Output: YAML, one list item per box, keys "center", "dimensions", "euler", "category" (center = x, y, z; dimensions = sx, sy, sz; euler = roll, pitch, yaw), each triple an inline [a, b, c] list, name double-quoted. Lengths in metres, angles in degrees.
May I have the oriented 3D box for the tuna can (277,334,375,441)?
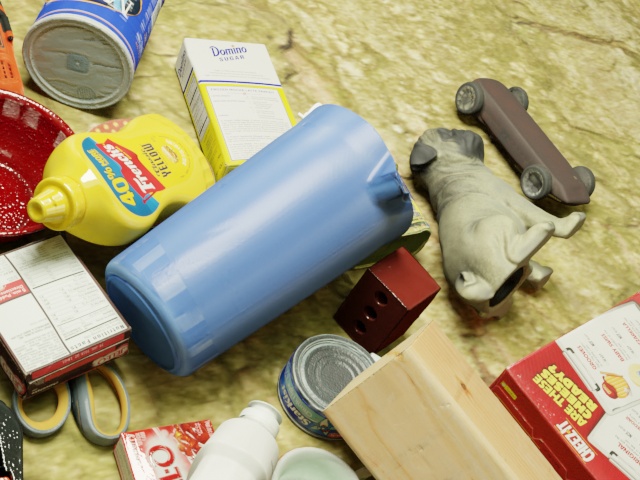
- center: [0.009, 0.121, 0.891]
  dimensions: [0.086, 0.034, 0.086]
  euler: [14, 47, -16]
  category: "tuna can"

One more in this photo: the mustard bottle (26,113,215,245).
- center: [-0.166, -0.045, 0.859]
  dimensions: [0.096, 0.058, 0.191]
  euler: [55, 30, 3]
  category: "mustard bottle"

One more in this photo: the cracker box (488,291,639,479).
- center: [0.270, 0.157, 0.970]
  dimensions: [0.213, 0.072, 0.164]
  euler: [-22, 64, -38]
  category: "cracker box"

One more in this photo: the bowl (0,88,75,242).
- center: [-0.276, -0.052, 0.879]
  dimensions: [0.162, 0.055, 0.162]
  euler: [14, 47, -16]
  category: "bowl"

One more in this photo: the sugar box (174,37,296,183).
- center: [-0.078, -0.123, 1.053]
  dimensions: [0.093, 0.048, 0.176]
  euler: [0, 49, -27]
  category: "sugar box"

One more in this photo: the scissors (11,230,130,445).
- center: [-0.211, 0.074, 0.831]
  dimensions: [0.096, 0.016, 0.202]
  euler: [-11, 58, -34]
  category: "scissors"

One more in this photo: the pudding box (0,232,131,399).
- center: [-0.211, 0.055, 0.811]
  dimensions: [0.089, 0.039, 0.113]
  euler: [-22, 60, -34]
  category: "pudding box"

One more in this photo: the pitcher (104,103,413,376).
- center: [-0.056, 0.001, 0.880]
  dimensions: [0.242, 0.149, 0.145]
  euler: [-35, 67, -26]
  category: "pitcher"

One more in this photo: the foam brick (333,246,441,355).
- center: [0.059, 0.055, 0.944]
  dimensions: [0.053, 0.078, 0.051]
  euler: [47, 45, 16]
  category: "foam brick"

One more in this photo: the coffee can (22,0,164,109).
- center: [-0.212, -0.208, 1.015]
  dimensions: [0.102, 0.103, 0.140]
  euler: [20, 46, -10]
  category: "coffee can"

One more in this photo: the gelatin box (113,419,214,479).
- center: [-0.104, 0.180, 0.784]
  dimensions: [0.073, 0.030, 0.089]
  euler: [-4, 54, -30]
  category: "gelatin box"

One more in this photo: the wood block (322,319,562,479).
- center: [0.109, 0.174, 0.810]
  dimensions: [0.206, 0.090, 0.090]
  euler: [51, 20, 4]
  category: "wood block"

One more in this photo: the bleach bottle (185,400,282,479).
- center: [-0.089, 0.212, 0.700]
  dimensions: [0.068, 0.103, 0.250]
  euler: [25, 48, 5]
  category: "bleach bottle"
